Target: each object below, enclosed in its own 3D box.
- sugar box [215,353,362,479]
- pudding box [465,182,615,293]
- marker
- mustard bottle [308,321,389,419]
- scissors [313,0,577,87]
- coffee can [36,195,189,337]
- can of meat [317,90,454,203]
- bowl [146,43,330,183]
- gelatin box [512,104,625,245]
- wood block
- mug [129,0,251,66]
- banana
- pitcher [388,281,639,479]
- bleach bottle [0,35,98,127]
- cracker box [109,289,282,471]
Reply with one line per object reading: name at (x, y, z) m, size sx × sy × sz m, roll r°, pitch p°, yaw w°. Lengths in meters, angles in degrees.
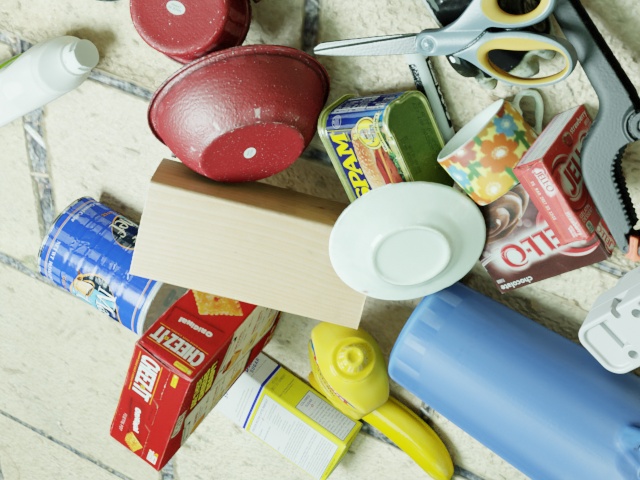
sugar box at (-0.046, 0.191, 1.202) m, size 0.176 × 0.048 × 0.093 m, roll 36°, pitch 136°, yaw 11°
pudding box at (0.177, -0.013, 0.890) m, size 0.114 × 0.039 × 0.090 m, roll -23°, pitch 109°, yaw 44°
marker at (0.095, -0.109, 0.887) m, size 0.020 × 0.020 × 0.121 m, roll -4°, pitch 120°, yaw 37°
mustard bottle at (0.027, 0.120, 1.015) m, size 0.096 × 0.058 × 0.191 m, roll 59°, pitch 172°, yaw 9°
scissors at (0.088, -0.161, 0.774) m, size 0.202 × 0.016 × 0.096 m, roll 15°, pitch 126°, yaw 19°
coffee can at (-0.218, 0.029, 1.155) m, size 0.140 × 0.102 × 0.103 m, roll 30°, pitch 135°, yaw 13°
can of meat at (0.058, -0.075, 0.900) m, size 0.084 × 0.057 × 0.102 m, roll 2°, pitch 125°, yaw 51°
bowl at (-0.064, -0.096, 0.911) m, size 0.162 × 0.161 × 0.055 m, roll -47°, pitch 50°, yaw 46°
gelatin box at (0.192, -0.050, 0.814) m, size 0.030 × 0.089 × 0.073 m, roll -20°, pitch 109°, yaw 45°
wood block at (-0.056, 0.001, 0.960) m, size 0.206 × 0.090 × 0.091 m, roll 14°, pitch 107°, yaw -4°
mug at (-0.109, -0.202, 0.874) m, size 0.093 × 0.081 × 0.117 m, roll -4°, pitch 96°, yaw 6°
banana at (0.072, 0.196, 1.128) m, size 0.198 × 0.037 × 0.070 m, roll 41°, pitch 136°, yaw 1°
pitcher at (0.187, 0.141, 0.952) m, size 0.243 × 0.144 × 0.149 m, roll 32°, pitch 123°, yaw 16°
bleach bottle at (-0.317, -0.152, 1.083) m, size 0.251 × 0.102 × 0.068 m, roll -12°, pitch 120°, yaw 41°
cracker box at (-0.110, 0.098, 1.052) m, size 0.072 × 0.213 × 0.164 m, roll 33°, pitch 136°, yaw 10°
